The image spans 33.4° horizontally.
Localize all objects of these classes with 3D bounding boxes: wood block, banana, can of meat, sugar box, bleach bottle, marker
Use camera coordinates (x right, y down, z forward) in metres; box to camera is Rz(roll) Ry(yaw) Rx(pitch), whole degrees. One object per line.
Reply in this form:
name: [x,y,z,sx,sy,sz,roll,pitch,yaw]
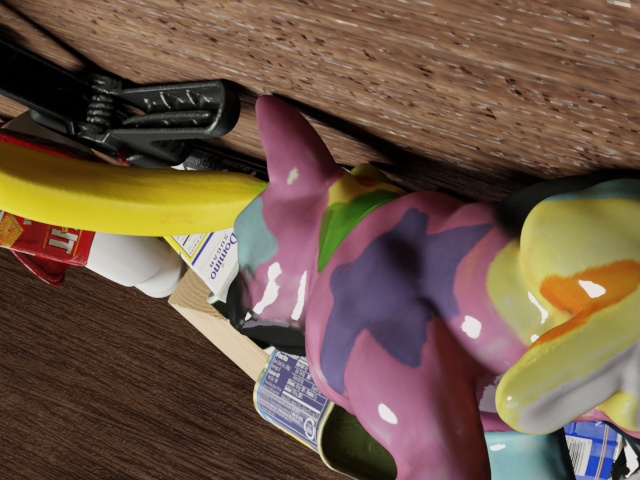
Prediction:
wood block: [-0.024,0.083,0.940,0.090,0.090,0.206,12,152,47]
banana: [-0.111,-0.030,0.576,0.197,0.037,0.070,3,148,-21]
can of meat: [0.025,0.094,0.567,0.102,0.057,0.084,29,173,-29]
sugar box: [-0.054,0.001,0.687,0.093,0.048,0.176,28,-176,-36]
bleach bottle: [-0.163,-0.007,0.848,0.103,0.068,0.250,59,-177,27]
marker: [-0.041,-0.037,0.629,0.121,0.020,0.020,19,171,29]

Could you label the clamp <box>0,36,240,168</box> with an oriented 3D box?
clamp: [-0.108,-0.067,0.567,0.164,0.036,0.210,16,174,8]
